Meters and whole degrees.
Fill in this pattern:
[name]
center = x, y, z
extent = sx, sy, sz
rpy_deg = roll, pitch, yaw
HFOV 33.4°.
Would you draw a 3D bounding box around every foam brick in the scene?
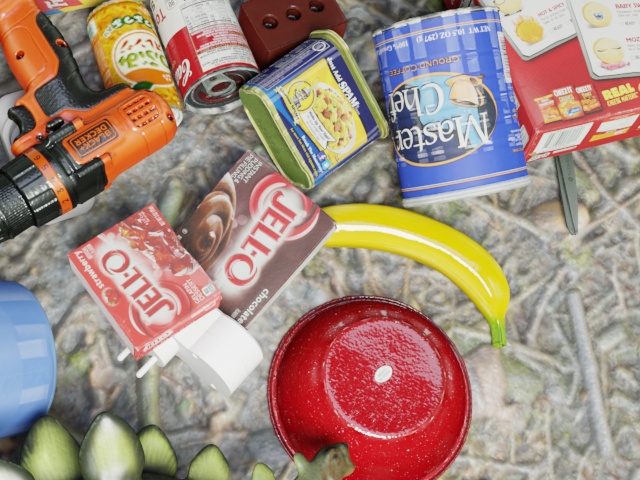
[foam brick]
center = -0.026, -0.179, 0.906
extent = 0.078, 0.051, 0.053
rpy_deg = -24, 73, -17

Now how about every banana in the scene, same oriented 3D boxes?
[banana]
center = 0.075, 0.010, 0.853
extent = 0.198, 0.037, 0.069
rpy_deg = 27, 67, 3

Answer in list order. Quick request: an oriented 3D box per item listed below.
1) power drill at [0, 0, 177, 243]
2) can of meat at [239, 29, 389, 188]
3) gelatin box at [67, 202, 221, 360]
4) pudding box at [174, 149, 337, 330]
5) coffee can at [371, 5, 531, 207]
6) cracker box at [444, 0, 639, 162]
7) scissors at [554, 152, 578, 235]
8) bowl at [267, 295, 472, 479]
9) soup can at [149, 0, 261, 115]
[power drill]
center = -0.226, -0.100, 0.776
extent = 0.184, 0.057, 0.188
rpy_deg = -35, 80, -23
[can of meat]
center = -0.006, -0.103, 0.859
extent = 0.083, 0.058, 0.102
rpy_deg = -38, 115, -18
[gelatin box]
center = -0.125, 0.029, 0.760
extent = 0.073, 0.030, 0.089
rpy_deg = -33, 76, -19
[pudding box]
center = -0.055, 0.001, 0.821
extent = 0.090, 0.039, 0.113
rpy_deg = 40, 87, 8
[coffee can]
center = 0.103, -0.104, 0.843
extent = 0.102, 0.103, 0.140
rpy_deg = -12, 94, -13
[cracker box]
center = 0.208, -0.184, 0.916
extent = 0.164, 0.072, 0.214
rpy_deg = -15, 69, -13
[scissors]
center = 0.191, -0.105, 0.929
extent = 0.096, 0.016, 0.201
rpy_deg = 15, 66, -1
[bowl]
center = 0.043, 0.109, 0.799
extent = 0.162, 0.055, 0.162
rpy_deg = 3, 67, -8
[soup can]
center = -0.095, -0.164, 0.881
extent = 0.068, 0.068, 0.102
rpy_deg = -16, 71, -15
